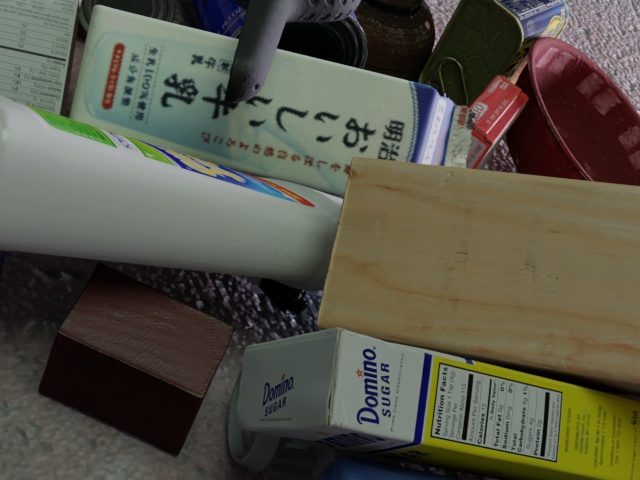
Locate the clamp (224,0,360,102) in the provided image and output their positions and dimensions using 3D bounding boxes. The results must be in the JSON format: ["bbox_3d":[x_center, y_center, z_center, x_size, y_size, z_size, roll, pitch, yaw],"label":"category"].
[{"bbox_3d":[-0.047,-0.156,0.618,0.165,0.036,0.209,34,40,17],"label":"clamp"}]

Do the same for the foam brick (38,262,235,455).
[{"bbox_3d":[-0.090,0.058,0.528,0.078,0.053,0.051,26,42,-3],"label":"foam brick"}]

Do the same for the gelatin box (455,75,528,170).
[{"bbox_3d":[0.095,-0.058,0.710,0.030,0.089,0.073,36,43,7],"label":"gelatin box"}]

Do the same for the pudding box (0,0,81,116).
[{"bbox_3d":[-0.185,-0.096,0.593,0.090,0.113,0.039,10,2,-21],"label":"pudding box"}]

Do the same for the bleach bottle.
[{"bbox_3d":[-0.067,-0.015,0.558,0.250,0.068,0.103,12,9,-35],"label":"bleach bottle"}]

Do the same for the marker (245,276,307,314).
[{"bbox_3d":[-0.054,0.001,0.627,0.121,0.020,0.020,41,44,14],"label":"marker"}]

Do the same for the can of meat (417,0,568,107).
[{"bbox_3d":[0.132,-0.143,0.804,0.057,0.102,0.083,43,42,17],"label":"can of meat"}]

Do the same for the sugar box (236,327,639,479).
[{"bbox_3d":[0.059,0.081,0.482,0.176,0.093,0.048,13,75,-25],"label":"sugar box"}]

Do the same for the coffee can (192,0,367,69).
[{"bbox_3d":[-0.036,-0.166,0.735,0.102,0.103,0.140,2,49,-26],"label":"coffee can"}]

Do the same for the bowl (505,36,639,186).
[{"bbox_3d":[0.184,-0.065,0.768,0.162,0.055,0.162,30,41,-30],"label":"bowl"}]

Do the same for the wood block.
[{"bbox_3d":[0.116,0.023,0.514,0.206,0.090,0.090,8,80,23],"label":"wood block"}]
